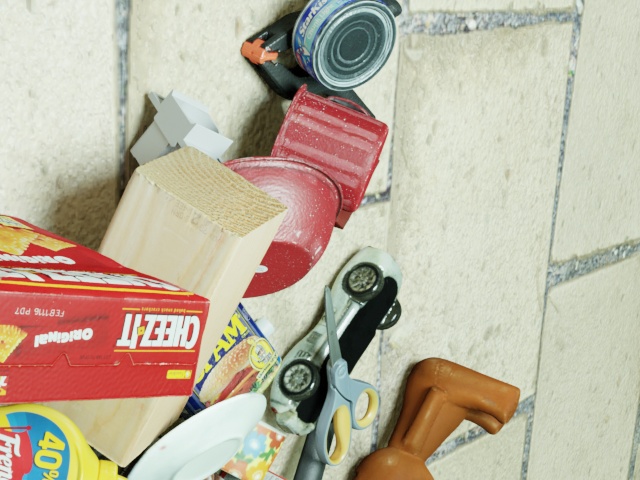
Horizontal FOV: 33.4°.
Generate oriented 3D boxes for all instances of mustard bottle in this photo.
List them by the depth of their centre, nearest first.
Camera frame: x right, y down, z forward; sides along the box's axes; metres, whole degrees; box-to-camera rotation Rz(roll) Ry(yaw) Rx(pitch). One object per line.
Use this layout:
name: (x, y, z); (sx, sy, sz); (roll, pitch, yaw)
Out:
mustard bottle: (-0.217, 0.157, 0.726); (0.191, 0.058, 0.096); (15, 69, -16)

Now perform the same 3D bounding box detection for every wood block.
wood block: (-0.118, 0.047, 0.773); (0.206, 0.090, 0.090); (-61, 171, 24)

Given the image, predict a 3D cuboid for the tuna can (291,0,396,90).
tuna can: (0.021, -0.169, 0.892); (0.086, 0.034, 0.086); (-22, 136, -23)

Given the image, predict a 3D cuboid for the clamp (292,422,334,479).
clamp: (-0.019, 0.281, 1.046); (0.209, 0.036, 0.164); (-55, 143, -47)

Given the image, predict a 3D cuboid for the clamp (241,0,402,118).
clamp: (0.007, -0.171, 0.945); (0.171, 0.039, 0.120); (6, 101, -49)

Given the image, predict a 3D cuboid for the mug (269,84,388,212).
mug: (0.010, -0.081, 0.907); (0.117, 0.081, 0.093); (-65, 175, -47)

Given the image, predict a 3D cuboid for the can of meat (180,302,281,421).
can of meat: (-0.091, 0.104, 0.908); (0.102, 0.058, 0.084); (-47, 120, -26)

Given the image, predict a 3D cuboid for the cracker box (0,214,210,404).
cracker box: (-0.199, 0.033, 0.656); (0.163, 0.214, 0.072); (6, 99, -49)

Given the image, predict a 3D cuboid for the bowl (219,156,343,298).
bowl: (-0.056, 0.001, 0.849); (0.161, 0.162, 0.055); (27, 42, -49)

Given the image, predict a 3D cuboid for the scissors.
scissors: (0.027, 0.120, 1.006); (0.096, 0.016, 0.202); (-23, 125, -47)
